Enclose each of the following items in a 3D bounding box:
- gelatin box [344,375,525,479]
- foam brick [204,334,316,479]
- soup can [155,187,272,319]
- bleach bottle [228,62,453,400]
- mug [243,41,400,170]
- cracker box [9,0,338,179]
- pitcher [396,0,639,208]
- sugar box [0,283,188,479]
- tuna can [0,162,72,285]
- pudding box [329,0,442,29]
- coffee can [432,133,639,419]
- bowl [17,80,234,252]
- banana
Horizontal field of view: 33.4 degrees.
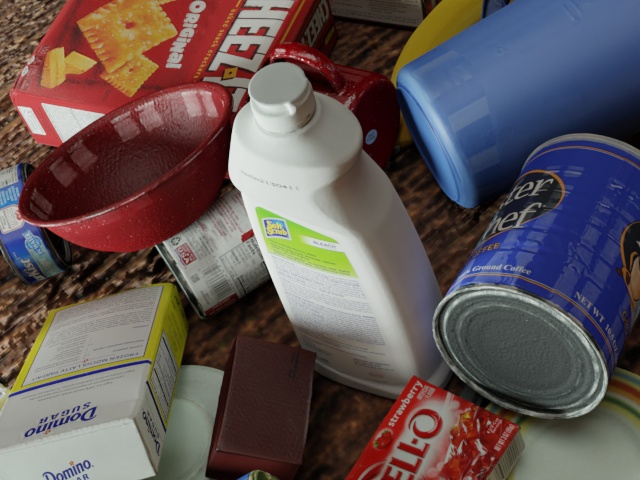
[{"bbox_3d":[0.062,0.130,0.606,0.073,0.030,0.089,22,63,32],"label":"gelatin box"},{"bbox_3d":[-0.036,0.106,0.651,0.053,0.051,0.078,13,55,-7],"label":"foam brick"},{"bbox_3d":[-0.055,0.001,0.733,0.102,0.068,0.069,-32,53,-8],"label":"soup can"},{"bbox_3d":[0.014,0.000,0.598,0.103,0.251,0.068,12,59,23],"label":"bleach bottle"},{"bbox_3d":[0.001,-0.093,0.751,0.082,0.117,0.093,18,58,30],"label":"mug"},{"bbox_3d":[-0.116,-0.143,0.852,0.214,0.072,0.164,11,59,22],"label":"cracker box"},{"bbox_3d":[0.174,-0.130,0.730,0.243,0.145,0.149,-28,16,-2],"label":"pitcher"},{"bbox_3d":[-0.138,0.089,0.658,0.093,0.048,0.176,-14,25,6],"label":"sugar box"},{"bbox_3d":[-0.212,-0.013,0.775,0.033,0.086,0.086,-21,52,-3],"label":"tuna can"},{"bbox_3d":[0.052,-0.223,0.886,0.114,0.039,0.090,13,58,26],"label":"pudding box"},{"bbox_3d":[0.141,0.019,0.627,0.103,0.103,0.140,17,49,25],"label":"coffee can"},{"bbox_3d":[-0.120,-0.041,0.722,0.162,0.055,0.162,-20,31,13],"label":"bowl"},{"bbox_3d":[0.105,-0.152,0.819,0.197,0.037,0.070,-44,56,-17],"label":"banana"}]
